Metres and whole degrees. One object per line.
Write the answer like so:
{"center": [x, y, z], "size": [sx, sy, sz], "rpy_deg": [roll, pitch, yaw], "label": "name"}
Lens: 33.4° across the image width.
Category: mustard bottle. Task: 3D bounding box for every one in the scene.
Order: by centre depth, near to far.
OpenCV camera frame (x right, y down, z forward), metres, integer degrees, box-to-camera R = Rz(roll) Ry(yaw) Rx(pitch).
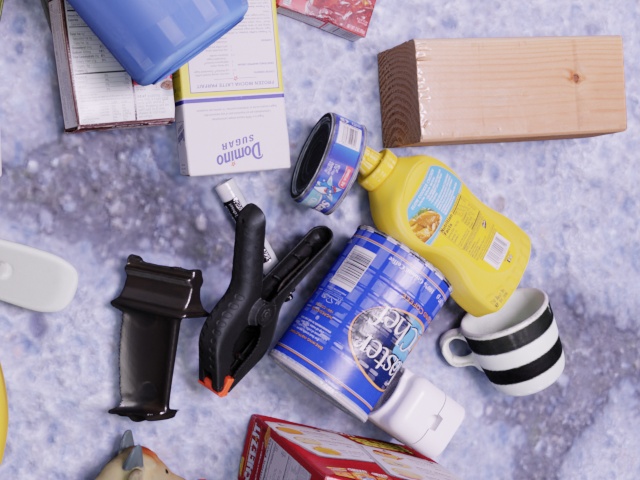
{"center": [0.103, -0.021, 0.973], "size": [0.191, 0.058, 0.096], "rpy_deg": [39, 60, -15], "label": "mustard bottle"}

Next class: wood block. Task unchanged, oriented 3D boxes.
{"center": [0.166, -0.136, 0.977], "size": [0.205, 0.090, 0.091], "rpy_deg": [-4, 92, -18], "label": "wood block"}

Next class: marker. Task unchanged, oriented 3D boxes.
{"center": [-0.056, 0.001, 0.944], "size": [0.020, 0.020, 0.121], "rpy_deg": [-31, 101, -15], "label": "marker"}

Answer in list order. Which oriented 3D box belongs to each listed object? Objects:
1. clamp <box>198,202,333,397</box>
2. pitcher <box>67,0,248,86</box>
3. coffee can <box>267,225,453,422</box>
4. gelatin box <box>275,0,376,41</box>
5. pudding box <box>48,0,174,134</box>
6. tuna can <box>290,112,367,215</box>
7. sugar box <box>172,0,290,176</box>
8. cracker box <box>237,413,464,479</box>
{"center": [-0.050, 0.050, 0.907], "size": [0.120, 0.039, 0.171], "rpy_deg": [6, 113, -47], "label": "clamp"}
{"center": [-0.163, -0.240, 0.793], "size": [0.243, 0.145, 0.149], "rpy_deg": [54, 44, -10], "label": "pitcher"}
{"center": [0.035, 0.073, 0.933], "size": [0.102, 0.103, 0.140], "rpy_deg": [38, 80, -16], "label": "coffee can"}
{"center": [0.007, -0.228, 0.952], "size": [0.089, 0.030, 0.073], "rpy_deg": [17, 86, -18], "label": "gelatin box"}
{"center": [-0.171, -0.148, 0.884], "size": [0.089, 0.039, 0.113], "rpy_deg": [-8, 92, -29], "label": "pudding box"}
{"center": [0.006, -0.067, 0.928], "size": [0.033, 0.086, 0.086], "rpy_deg": [22, 85, -16], "label": "tuna can"}
{"center": [-0.081, -0.145, 0.918], "size": [0.093, 0.048, 0.176], "rpy_deg": [-5, 97, -19], "label": "sugar box"}
{"center": [0.038, 0.212, 0.880], "size": [0.164, 0.214, 0.072], "rpy_deg": [15, 88, -18], "label": "cracker box"}
